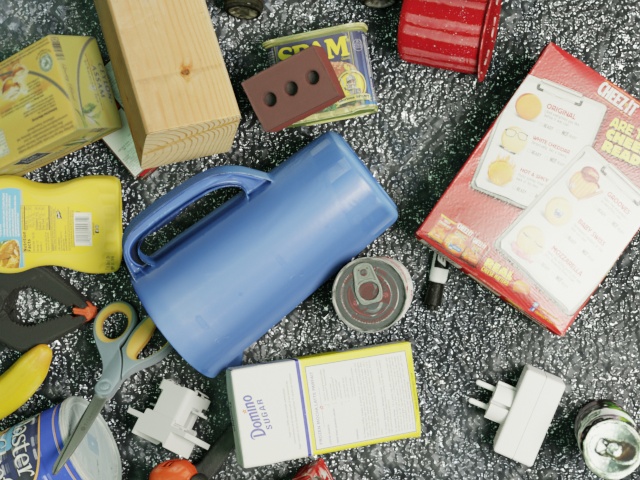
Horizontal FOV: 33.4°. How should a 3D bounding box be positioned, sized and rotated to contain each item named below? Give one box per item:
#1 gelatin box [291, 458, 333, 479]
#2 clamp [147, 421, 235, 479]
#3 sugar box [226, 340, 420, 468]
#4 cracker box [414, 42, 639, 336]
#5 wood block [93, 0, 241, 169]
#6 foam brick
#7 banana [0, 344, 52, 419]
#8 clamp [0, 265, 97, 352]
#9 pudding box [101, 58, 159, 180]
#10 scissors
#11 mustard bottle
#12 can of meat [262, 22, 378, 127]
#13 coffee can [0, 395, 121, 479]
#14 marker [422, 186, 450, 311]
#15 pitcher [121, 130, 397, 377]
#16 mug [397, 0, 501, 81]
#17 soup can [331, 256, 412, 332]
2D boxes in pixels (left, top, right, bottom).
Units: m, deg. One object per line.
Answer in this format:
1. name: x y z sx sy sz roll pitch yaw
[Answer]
1. gelatin box: 0.005 0.260 1.025 0.030 0.073 0.089 -28 85 8
2. clamp: -0.112 0.262 1.062 0.172 0.039 0.120 -31 81 14
3. sugar box: 0.003 0.153 1.009 0.176 0.048 0.093 -7 88 -12
4. cracker box: 0.212 -0.045 0.983 0.164 0.072 0.214 35 91 2
5. wood block: -0.151 -0.185 1.010 0.090 0.090 0.206 -13 76 -16
6. foam brick: -0.023 -0.139 0.983 0.078 0.051 0.053 -27 90 10
7. banana: -0.355 0.163 1.091 0.198 0.037 0.069 -19 128 5
8. clamp: -0.336 0.074 1.097 0.210 0.036 0.164 12 91 6
9. pudding box: -0.184 -0.130 1.073 0.090 0.039 0.113 -41 86 6
10. scissors: -0.218 0.130 1.036 0.096 0.016 0.201 29 57 25
11. mustard bottle: -0.294 -0.016 1.055 0.191 0.058 0.096 0 103 -7
12. can of meat: 0.002 -0.158 1.034 0.102 0.057 0.084 -10 91 10
13. coffee can: -0.283 0.229 1.057 0.140 0.102 0.103 -26 86 8
14. marker: 0.119 0.009 1.033 0.020 0.020 0.121 12 92 9
15. pitcher: -0.057 0.001 1.004 0.243 0.149 0.145 -38 73 4
16. mug: 0.123 -0.213 0.998 0.081 0.093 0.117 12 89 13
17. soup can: 0.051 0.048 1.002 0.068 0.102 0.068 0 90 9
